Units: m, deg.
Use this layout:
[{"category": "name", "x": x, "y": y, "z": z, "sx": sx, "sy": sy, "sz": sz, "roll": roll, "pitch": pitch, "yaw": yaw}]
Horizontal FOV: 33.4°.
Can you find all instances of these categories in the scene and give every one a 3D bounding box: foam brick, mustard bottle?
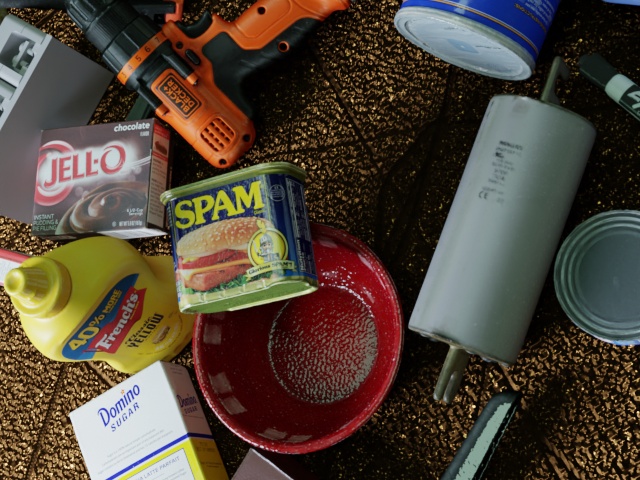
[{"category": "foam brick", "x": -0.022, "y": 0.188, "z": 0.747, "sx": 0.078, "sy": 0.051, "sz": 0.053, "roll": 32, "pitch": 92, "yaw": 26}, {"category": "mustard bottle", "x": -0.157, "y": 0.044, "z": 0.760, "sx": 0.096, "sy": 0.191, "sz": 0.058, "roll": -48, "pitch": 65, "yaw": 7}]

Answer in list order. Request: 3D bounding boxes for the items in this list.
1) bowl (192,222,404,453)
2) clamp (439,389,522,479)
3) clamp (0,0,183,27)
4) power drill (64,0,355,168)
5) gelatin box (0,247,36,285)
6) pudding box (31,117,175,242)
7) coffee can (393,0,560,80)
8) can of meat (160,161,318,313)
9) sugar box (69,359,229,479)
[{"category": "bowl", "x": -0.009, "y": 0.071, "z": 0.764, "sx": 0.162, "sy": 0.055, "sz": 0.162, "roll": -5, "pitch": 76, "yaw": 23}, {"category": "clamp", "x": 0.083, "y": 0.219, "z": 0.702, "sx": 0.210, "sy": 0.036, "sz": 0.165, "roll": -34, "pitch": 68, "yaw": 12}, {"category": "clamp", "x": -0.194, "y": -0.217, "z": 0.898, "sx": 0.171, "sy": 0.039, "sz": 0.120, "roll": 14, "pitch": 46, "yaw": -1}, {"category": "power drill", "x": -0.077, "y": -0.177, "z": 0.814, "sx": 0.188, "sy": 0.057, "sz": 0.184, "roll": -44, "pitch": 99, "yaw": 9}, {"category": "gelatin box", "x": -0.222, "y": 0.029, "z": 0.849, "sx": 0.073, "sy": 0.089, "sz": 0.030, "roll": 14, "pitch": 86, "yaw": 26}, {"category": "pudding box", "x": -0.174, "y": -0.046, "z": 0.854, "sx": 0.114, "sy": 0.039, "sz": 0.090, "roll": -3, "pitch": 78, "yaw": 22}, {"category": "coffee can", "x": 0.124, "y": -0.196, "z": 0.738, "sx": 0.103, "sy": 0.102, "sz": 0.140, "roll": 22, "pitch": 88, "yaw": 26}, {"category": "can of meat", "x": -0.055, "y": 0.001, "z": 0.737, "sx": 0.102, "sy": 0.057, "sz": 0.084, "roll": -14, "pitch": 77, "yaw": 21}, {"category": "sugar box", "x": -0.115, "y": 0.188, "z": 0.792, "sx": 0.093, "sy": 0.048, "sz": 0.176, "roll": -30, "pitch": 65, "yaw": 15}]
